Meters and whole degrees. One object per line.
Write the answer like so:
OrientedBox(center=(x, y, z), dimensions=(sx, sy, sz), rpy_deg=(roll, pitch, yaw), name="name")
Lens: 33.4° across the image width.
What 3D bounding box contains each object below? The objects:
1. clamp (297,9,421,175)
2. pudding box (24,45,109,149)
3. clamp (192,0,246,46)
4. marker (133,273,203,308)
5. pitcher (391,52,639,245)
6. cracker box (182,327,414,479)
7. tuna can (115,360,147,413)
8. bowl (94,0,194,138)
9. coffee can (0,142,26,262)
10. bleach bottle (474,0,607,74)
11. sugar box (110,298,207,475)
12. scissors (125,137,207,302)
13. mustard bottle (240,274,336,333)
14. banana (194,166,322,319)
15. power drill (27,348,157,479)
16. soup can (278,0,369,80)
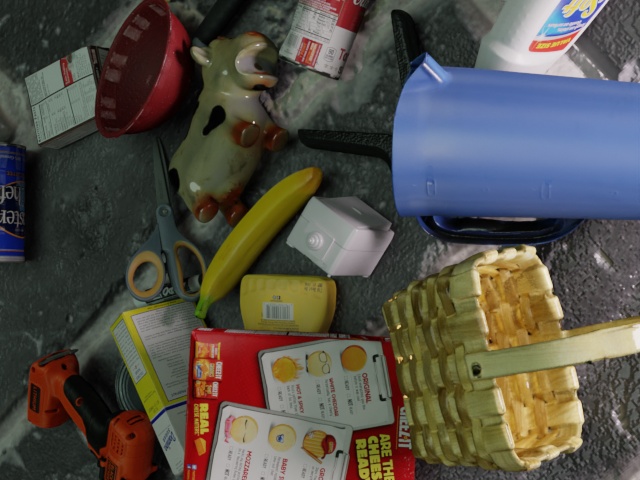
OrientedBox(center=(0.081, -0.095, 1.024), dimensions=(0.165, 0.036, 0.210), rpy_deg=(-44, 70, 21), name="clamp")
OrientedBox(center=(-0.290, -0.167, 1.251), dimensions=(0.114, 0.039, 0.090), rpy_deg=(-20, 79, 31), name="pudding box")
OrientedBox(center=(-0.085, -0.295, 1.131), dimensions=(0.172, 0.039, 0.120), rpy_deg=(-28, 79, 22), name="clamp")
OrientedBox(center=(-0.155, 0.052, 1.173), dimensions=(0.121, 0.020, 0.020), rpy_deg=(-17, 80, 30), name="marker")
OrientedBox(center=(0.185, -0.070, 0.894), dimensions=(0.243, 0.149, 0.145), rpy_deg=(5, 85, 14), name="pitcher")
OrientedBox(center=(-0.018, 0.168, 1.007), dimensions=(0.213, 0.072, 0.164), rpy_deg=(3, 91, 0), name="cracker box")
OrientedBox(center=(-0.184, 0.162, 1.178), dimensions=(0.086, 0.033, 0.086), rpy_deg=(-1, 88, 31), name="tuna can")
OrientedBox(center=(-0.183, -0.179, 1.156), dimensions=(0.162, 0.055, 0.162), rpy_deg=(-29, 52, 45), name="bowl")
OrientedBox(center=(-0.406, -0.044, 1.279), dimensions=(0.103, 0.102, 0.140), rpy_deg=(0, 88, 31), name="coffee can")
OrientedBox(center=(0.211, -0.215, 0.927), dimensions=(0.068, 0.102, 0.251), rpy_deg=(47, 120, 31), name="bleach bottle")
OrientedBox(center=(-0.143, 0.150, 1.118), dimensions=(0.048, 0.093, 0.176), rpy_deg=(-43, 67, 47), name="sugar box")
OrientedBox(center=(-0.184, -0.016, 1.158), dimensions=(0.096, 0.016, 0.202), rpy_deg=(-22, 67, -10), name="scissors")
OrientedBox(center=(-0.035, 0.131, 1.075), dimensions=(0.096, 0.058, 0.191), rpy_deg=(2, 89, 20), name="mustard bottle")
OrientedBox(center=(-0.064, -0.003, 1.098), dimensions=(0.198, 0.037, 0.070), rpy_deg=(-52, 28, 11), name="banana")
OrientedBox(center=(-0.254, 0.225, 1.191), dimensions=(0.188, 0.057, 0.185), rpy_deg=(37, 128, 30), name="power drill")
OrientedBox(center=(0.005, -0.218, 1.057), dimensions=(0.069, 0.068, 0.102), rpy_deg=(27, 103, 29), name="soup can")
